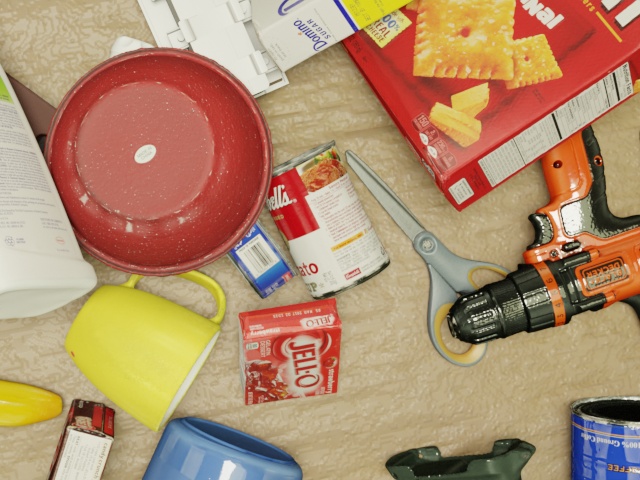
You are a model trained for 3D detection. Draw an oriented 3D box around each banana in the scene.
[{"bbox_3d":[-0.285,0.087,0.777,0.197,0.037,0.069,39,87,-9],"label":"banana"}]

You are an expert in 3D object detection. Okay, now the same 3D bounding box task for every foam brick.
[{"bbox_3d":[-0.217,-0.082,0.772,0.078,0.051,0.053,35,87,-9],"label":"foam brick"}]

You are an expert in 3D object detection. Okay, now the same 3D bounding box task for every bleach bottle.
[{"bbox_3d":[-0.230,-0.075,0.698,0.068,0.102,0.251,-26,77,23],"label":"bleach bottle"}]

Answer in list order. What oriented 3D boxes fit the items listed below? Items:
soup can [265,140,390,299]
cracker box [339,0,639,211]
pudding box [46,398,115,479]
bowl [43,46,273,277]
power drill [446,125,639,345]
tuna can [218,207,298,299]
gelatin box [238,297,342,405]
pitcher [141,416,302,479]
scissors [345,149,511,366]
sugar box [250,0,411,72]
[{"bbox_3d":[0.002,-0.015,0.802,0.068,0.068,0.102,-27,97,-7],"label":"soup can"},{"bbox_3d":[0.137,-0.150,0.758,0.214,0.072,0.164,-34,65,8],"label":"cracker box"},{"bbox_3d":[-0.181,0.179,0.772,0.039,0.090,0.113,16,91,-10],"label":"pudding box"},{"bbox_3d":[-0.113,-0.057,0.718,0.162,0.055,0.162,0,87,2],"label":"bowl"},{"bbox_3d":[0.162,-0.027,0.816,0.184,0.057,0.187,-18,86,-5],"label":"power drill"},{"bbox_3d":[-0.055,0.001,0.784,0.033,0.086,0.086,-37,98,-4],"label":"tuna can"},{"bbox_3d":[-0.023,0.085,0.796,0.073,0.089,0.030,-7,50,-9],"label":"gelatin box"},{"bbox_3d":[-0.094,0.261,0.779,0.145,0.149,0.243,20,86,12],"label":"pitcher"},{"bbox_3d":[0.078,0.023,0.842,0.201,0.016,0.096,33,89,-7],"label":"scissors"},{"bbox_3d":[0.033,-0.197,0.751,0.176,0.093,0.048,-25,131,16],"label":"sugar box"}]
